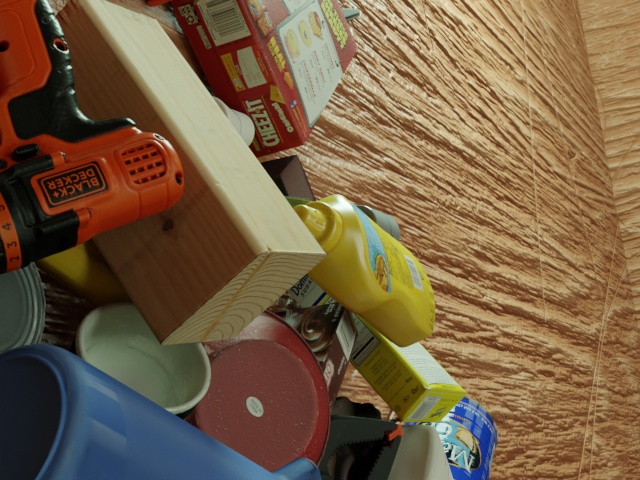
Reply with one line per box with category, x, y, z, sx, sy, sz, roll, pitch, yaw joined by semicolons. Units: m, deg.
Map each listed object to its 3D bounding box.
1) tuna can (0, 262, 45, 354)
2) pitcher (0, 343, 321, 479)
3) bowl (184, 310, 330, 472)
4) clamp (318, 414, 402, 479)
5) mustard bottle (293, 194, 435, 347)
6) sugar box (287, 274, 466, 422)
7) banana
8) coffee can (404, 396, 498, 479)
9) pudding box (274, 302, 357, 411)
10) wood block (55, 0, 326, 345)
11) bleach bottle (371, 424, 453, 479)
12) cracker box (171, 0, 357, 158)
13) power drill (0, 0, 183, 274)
tuna can;-0.196;0.035;0.603;0.086;0.034;0.086;40;43;-53
pitcher;-0.101;0.164;0.575;0.242;0.145;0.149;47;27;-45
bowl;-0.054;0.117;0.742;0.161;0.055;0.162;6;75;-25
clamp;-0.008;0.207;0.826;0.209;0.036;0.164;-21;95;-40
mustard bottle;0.028;0.016;0.853;0.191;0.058;0.096;38;31;-54
sugar box;0.047;0.090;0.977;0.176;0.048;0.093;45;12;27
banana;-0.149;0.019;0.684;0.197;0.070;0.037;46;66;-51
coffee can;0.123;0.239;1.101;0.103;0.103;0.140;66;27;-22
pudding box;-0.025;0.100;0.871;0.113;0.090;0.039;-63;137;-56
wood block;-0.103;-0.044;0.673;0.206;0.091;0.090;54;19;17
bleach bottle;0.107;0.289;0.973;0.102;0.068;0.251;-68;143;-52
cracker box;-0.046;-0.199;0.995;0.164;0.072;0.213;65;26;-26
power drill;-0.187;-0.072;0.573;0.184;0.057;0.188;-21;81;-29
